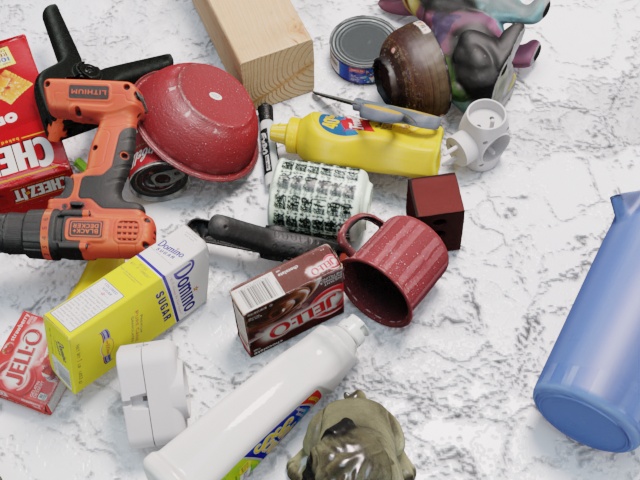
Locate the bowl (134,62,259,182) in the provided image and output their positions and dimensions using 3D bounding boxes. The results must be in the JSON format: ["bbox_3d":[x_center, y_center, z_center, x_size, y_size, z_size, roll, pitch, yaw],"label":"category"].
[{"bbox_3d":[-0.127,-0.144,1.180,0.162,0.055,0.162,21,44,-23],"label":"bowl"}]

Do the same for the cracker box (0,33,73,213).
[{"bbox_3d":[-0.382,-0.121,1.209,0.164,0.072,0.214,-19,59,-11],"label":"cracker box"}]

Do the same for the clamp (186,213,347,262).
[{"bbox_3d":[-0.057,0.001,1.112,0.171,0.120,0.039,16,89,-27],"label":"clamp"}]

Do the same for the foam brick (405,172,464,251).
[{"bbox_3d":[0.120,-0.027,1.130,0.053,0.078,0.051,-8,58,-1],"label":"foam brick"}]

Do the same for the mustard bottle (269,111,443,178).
[{"bbox_3d":[0.038,-0.108,1.184,0.192,0.058,0.096,8,22,8],"label":"mustard bottle"}]

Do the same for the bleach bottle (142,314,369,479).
[{"bbox_3d":[-0.049,0.155,1.000,0.068,0.102,0.250,41,68,19],"label":"bleach bottle"}]

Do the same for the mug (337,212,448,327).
[{"bbox_3d":[0.069,0.020,1.089,0.117,0.093,0.081,43,61,1],"label":"mug"}]

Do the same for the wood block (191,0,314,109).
[{"bbox_3d":[-0.087,-0.268,1.286,0.090,0.090,0.206,-20,59,-11],"label":"wood block"}]

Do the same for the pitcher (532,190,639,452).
[{"bbox_3d":[0.311,0.085,1.031,0.149,0.145,0.242,21,63,28],"label":"pitcher"}]

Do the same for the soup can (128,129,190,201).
[{"bbox_3d":[-0.185,-0.104,1.195,0.068,0.068,0.102,-10,56,-5],"label":"soup can"}]

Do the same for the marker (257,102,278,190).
[{"bbox_3d":[-0.059,-0.110,1.223,0.020,0.020,0.121,-6,57,-2],"label":"marker"}]

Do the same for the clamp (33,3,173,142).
[{"bbox_3d":[-0.259,-0.183,1.223,0.164,0.036,0.210,17,44,-12],"label":"clamp"}]

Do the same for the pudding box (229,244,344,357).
[{"bbox_3d":[-0.031,0.061,1.070,0.113,0.090,0.039,-23,58,-12],"label":"pudding box"}]

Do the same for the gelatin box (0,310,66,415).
[{"bbox_3d":[-0.285,0.123,1.072,0.073,0.030,0.089,18,59,12],"label":"gelatin box"}]

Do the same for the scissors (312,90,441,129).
[{"bbox_3d":[0.039,-0.149,1.179,0.202,0.016,0.096,18,15,37],"label":"scissors"}]

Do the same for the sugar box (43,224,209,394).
[{"bbox_3d":[-0.186,0.066,1.050,0.176,0.093,0.048,-34,61,-31],"label":"sugar box"}]

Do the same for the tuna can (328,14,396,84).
[{"bbox_3d":[0.053,-0.230,1.290,0.086,0.034,0.086,-1,57,1],"label":"tuna can"}]

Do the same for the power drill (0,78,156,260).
[{"bbox_3d":[-0.254,-0.070,1.093,0.184,0.057,0.187,2,76,0],"label":"power drill"}]

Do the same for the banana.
[{"bbox_3d":[-0.238,0.008,1.132,0.069,0.037,0.198,13,56,-27],"label":"banana"}]
